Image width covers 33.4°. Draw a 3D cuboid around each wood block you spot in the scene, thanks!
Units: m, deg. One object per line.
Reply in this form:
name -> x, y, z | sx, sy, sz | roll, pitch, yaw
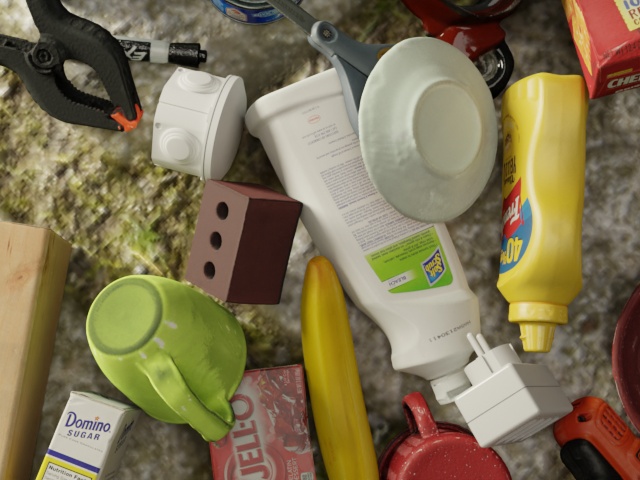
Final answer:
wood block -> -0.240, 0.092, 0.735 | 0.090, 0.091, 0.206 | 8, 82, -1

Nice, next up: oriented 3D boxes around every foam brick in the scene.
foam brick -> -0.055, 0.001, 0.755 | 0.051, 0.053, 0.078 | 2, 106, -44

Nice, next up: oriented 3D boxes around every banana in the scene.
banana -> 0.016, 0.111, 0.755 | 0.037, 0.070, 0.198 | -8, 76, -18

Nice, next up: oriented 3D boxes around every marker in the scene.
marker -> -0.146, -0.145, 0.807 | 0.121, 0.020, 0.020 | 6, 82, -1

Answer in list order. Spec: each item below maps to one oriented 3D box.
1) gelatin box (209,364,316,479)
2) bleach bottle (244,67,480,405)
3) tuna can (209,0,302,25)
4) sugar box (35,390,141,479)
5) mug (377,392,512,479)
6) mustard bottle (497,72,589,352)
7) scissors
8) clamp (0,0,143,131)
gelatin box -> -0.044, 0.137, 0.767 | 0.073, 0.030, 0.089 | -7, 82, -3
bleach bottle -> 0.041, 0.002, 0.773 | 0.102, 0.068, 0.251 | -23, 86, -12
tuna can -> -0.049, -0.210, 0.813 | 0.086, 0.034, 0.086 | 0, 82, -2
sugar box -> -0.177, 0.190, 0.723 | 0.048, 0.093, 0.176 | 18, 81, 0
mug -> 0.084, 0.162, 0.743 | 0.093, 0.081, 0.117 | -16, 83, -5
mustard bottle -> 0.158, -0.016, 0.763 | 0.058, 0.096, 0.191 | 4, 82, -6
scissors -> 0.004, -0.121, 0.737 | 0.201, 0.016, 0.096 | 21, 68, -20
clamp -> -0.207, -0.137, 0.778 | 0.120, 0.039, 0.171 | -32, 108, 26
